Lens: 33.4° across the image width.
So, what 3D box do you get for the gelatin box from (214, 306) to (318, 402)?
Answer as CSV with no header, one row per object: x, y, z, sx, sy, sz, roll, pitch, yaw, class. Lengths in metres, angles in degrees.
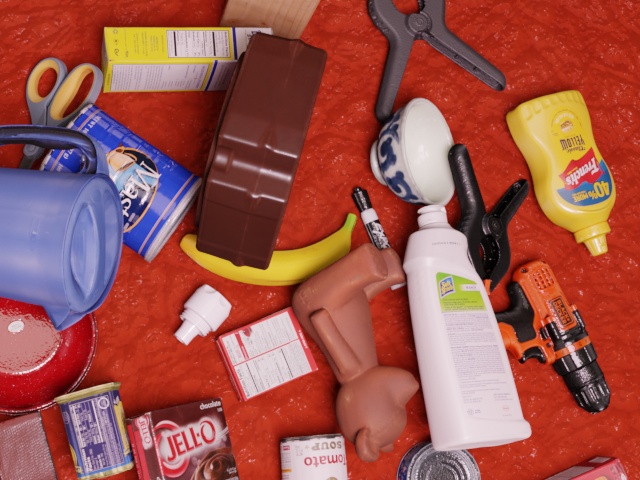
-0.058,0.121,1.127,0.089,0.030,0.073,-22,85,-16,gelatin box

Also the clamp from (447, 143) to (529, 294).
0.189,-0.016,1.190,0.120,0.039,0.171,12,72,-29,clamp

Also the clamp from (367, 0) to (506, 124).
0.121,-0.245,1.243,0.164,0.036,0.210,-10,80,-15,clamp

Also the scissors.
-0.307,-0.112,1.120,0.096,0.016,0.202,40,90,28,scissors

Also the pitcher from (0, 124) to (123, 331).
-0.317,-0.022,1.014,0.243,0.145,0.149,8,39,12,pitcher

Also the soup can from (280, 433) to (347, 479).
-0.005,0.252,1.091,0.068,0.069,0.102,-2,78,-14,soup can

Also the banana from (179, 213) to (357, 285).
-0.050,0.017,1.150,0.197,0.037,0.069,-7,62,-16,banana

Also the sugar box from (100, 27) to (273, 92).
-0.143,-0.193,1.141,0.176,0.093,0.048,-5,80,-15,sugar box

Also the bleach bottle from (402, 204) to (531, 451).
0.143,0.086,1.102,0.102,0.068,0.251,2,70,-32,bleach bottle

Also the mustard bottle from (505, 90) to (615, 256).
0.289,-0.074,1.234,0.096,0.058,0.191,-16,83,-26,mustard bottle

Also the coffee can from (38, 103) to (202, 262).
-0.204,-0.059,1.093,0.140,0.103,0.102,35,73,-4,coffee can

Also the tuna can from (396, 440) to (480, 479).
0.127,0.256,1.138,0.086,0.034,0.086,3,78,-13,tuna can

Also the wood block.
-0.041,-0.287,1.125,0.090,0.206,0.091,16,75,-10,wood block

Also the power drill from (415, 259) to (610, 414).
0.213,0.133,1.174,0.187,0.057,0.184,-23,80,-20,power drill

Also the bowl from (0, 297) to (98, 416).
-0.302,0.092,1.062,0.162,0.055,0.162,3,77,-13,bowl

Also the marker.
0.064,-0.004,1.187,0.020,0.020,0.121,-21,83,-17,marker

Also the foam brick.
-0.289,0.211,1.041,0.051,0.053,0.078,-16,81,-16,foam brick

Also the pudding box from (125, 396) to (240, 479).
-0.135,0.208,1.054,0.113,0.039,0.090,-1,75,-59,pudding box

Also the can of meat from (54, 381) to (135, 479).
-0.216,0.185,1.038,0.057,0.102,0.084,-15,85,-7,can of meat
